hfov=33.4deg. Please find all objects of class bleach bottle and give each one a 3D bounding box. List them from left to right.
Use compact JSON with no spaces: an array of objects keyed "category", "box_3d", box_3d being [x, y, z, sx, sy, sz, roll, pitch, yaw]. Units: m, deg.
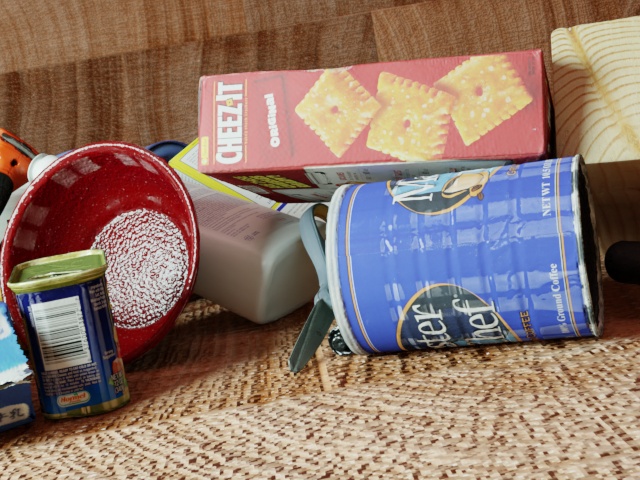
[{"category":"bleach bottle","box_3d":[-0.121,-0.017,0.832,0.251,0.068,0.102,23,26,25]}]

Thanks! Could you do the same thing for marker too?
[{"category":"marker","box_3d":[0.031,0.050,0.694,0.020,0.020,0.121,-6,9,22]}]

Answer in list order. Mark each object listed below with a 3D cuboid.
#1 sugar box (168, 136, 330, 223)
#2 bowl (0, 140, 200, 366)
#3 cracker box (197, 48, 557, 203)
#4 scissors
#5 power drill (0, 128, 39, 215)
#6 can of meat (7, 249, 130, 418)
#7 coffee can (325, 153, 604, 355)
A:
[{"category":"sugar box","box_3d":[-0.039,-0.042,0.955,0.176,0.048,0.093,31,53,19]},{"category":"bowl","box_3d":[-0.144,0.015,0.748,0.162,0.162,0.055,-6,-14,22]},{"category":"cracker box","box_3d":[0.047,-0.070,0.709,0.214,0.072,0.164,-1,-6,16]},{"category":"scissors","box_3d":[-0.003,0.024,0.718,0.016,0.096,0.201,-41,-8,25]},{"category":"power drill","box_3d":[-0.330,-0.001,0.957,0.185,0.057,0.187,-24,38,41]},{"category":"can of meat","box_3d":[-0.151,0.055,0.648,0.057,0.084,0.102,-11,8,-12]},{"category":"coffee can","box_3d":[0.085,0.010,0.615,0.140,0.103,0.102,-7,9,19]}]
